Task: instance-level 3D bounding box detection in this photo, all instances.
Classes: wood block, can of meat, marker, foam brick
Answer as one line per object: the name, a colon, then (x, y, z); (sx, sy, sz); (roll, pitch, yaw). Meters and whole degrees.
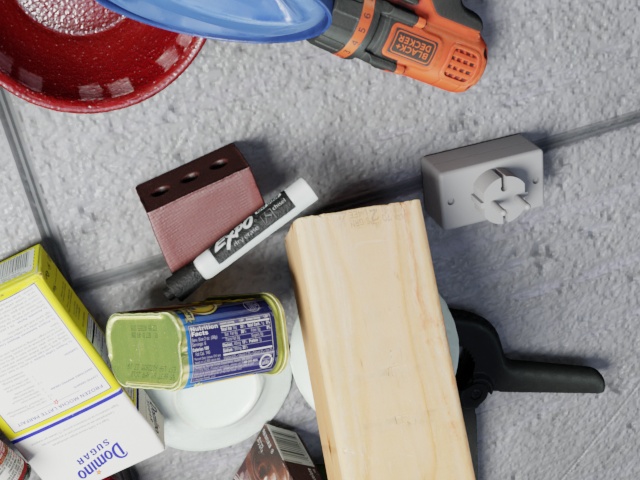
wood block: (0.039, 0.085, 0.744); (0.090, 0.091, 0.206); (-9, 83, -8)
can of meat: (-0.086, 0.069, 0.727); (0.083, 0.102, 0.057); (-6, 90, -40)
marker: (-0.055, 0.001, 0.712); (0.121, 0.020, 0.020); (-37, 120, 1)
foam brick: (-0.081, -0.023, 0.735); (0.078, 0.053, 0.051); (-25, 120, -7)

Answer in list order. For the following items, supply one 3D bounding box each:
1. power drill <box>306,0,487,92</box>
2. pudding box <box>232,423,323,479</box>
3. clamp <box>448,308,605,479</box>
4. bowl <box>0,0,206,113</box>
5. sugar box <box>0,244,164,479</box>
power drill: (0.058, -0.203, 0.694); (0.184, 0.057, 0.188); (15, 112, -28)
pudding box: (-0.033, 0.213, 0.826); (0.039, 0.113, 0.090); (19, 111, -29)
clamp: (0.119, 0.128, 0.883); (0.209, 0.036, 0.164); (35, 100, -27)
bowl: (-0.145, -0.161, 0.646); (0.162, 0.055, 0.162); (-7, 117, -15)
sugar box: (-0.192, 0.096, 0.756); (0.093, 0.048, 0.176); (-25, 122, 5)
